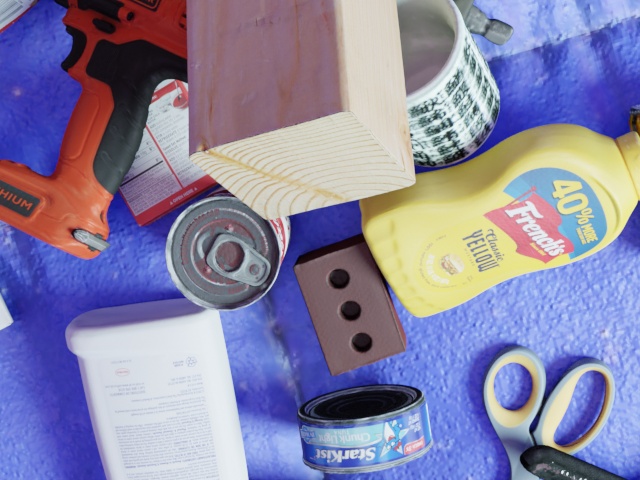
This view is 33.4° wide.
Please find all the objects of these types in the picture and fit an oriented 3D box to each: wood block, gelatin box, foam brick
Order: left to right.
[{"bbox_3d":[-0.107,-0.065,0.697,0.073,0.030,0.089,-30,93,7],"label":"gelatin box"},{"bbox_3d":[-0.014,-0.128,0.576,0.090,0.090,0.206,-13,65,21],"label":"wood block"},{"bbox_3d":[0.020,0.041,0.695,0.053,0.051,0.078,-20,97,6],"label":"foam brick"}]

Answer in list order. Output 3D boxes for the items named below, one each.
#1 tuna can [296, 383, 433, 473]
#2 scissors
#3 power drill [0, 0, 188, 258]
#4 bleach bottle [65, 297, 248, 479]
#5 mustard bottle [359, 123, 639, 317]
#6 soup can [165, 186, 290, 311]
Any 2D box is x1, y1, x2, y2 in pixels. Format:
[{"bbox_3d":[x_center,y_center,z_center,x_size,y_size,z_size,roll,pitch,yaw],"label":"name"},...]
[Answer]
[{"bbox_3d":[0.028,0.120,0.690,0.086,0.086,0.034,-8,96,4],"label":"tuna can"},{"bbox_3d":[0.122,0.157,0.726,0.096,0.016,0.202,33,99,-1],"label":"scissors"},{"bbox_3d":[-0.157,-0.097,0.655,0.184,0.057,0.187,26,87,15],"label":"power drill"},{"bbox_3d":[-0.099,0.168,0.716,0.102,0.068,0.251,-7,100,2],"label":"bleach bottle"},{"bbox_3d":[0.127,-0.021,0.656,0.192,0.058,0.096,-21,127,15],"label":"mustard bottle"},{"bbox_3d":[-0.054,0.001,0.668,0.068,0.102,0.068,0,98,3],"label":"soup can"}]
